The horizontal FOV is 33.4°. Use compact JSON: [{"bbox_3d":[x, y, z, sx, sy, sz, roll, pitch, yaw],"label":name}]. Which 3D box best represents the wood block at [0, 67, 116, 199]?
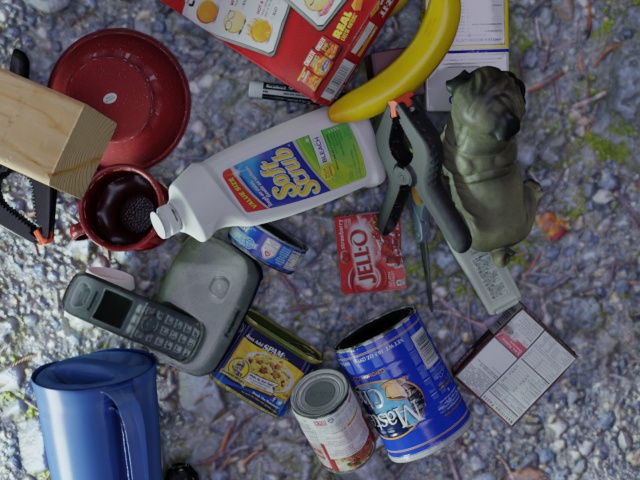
[{"bbox_3d":[-0.329,-0.127,1.091,0.206,0.090,0.090,24,87,12],"label":"wood block"}]

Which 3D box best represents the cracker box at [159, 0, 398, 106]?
[{"bbox_3d":[-0.036,-0.262,1.102,0.214,0.072,0.164,35,101,15],"label":"cracker box"}]

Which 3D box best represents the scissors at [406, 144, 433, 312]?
[{"bbox_3d":[0.103,-0.025,1.182,0.016,0.096,0.202,-16,128,-19],"label":"scissors"}]

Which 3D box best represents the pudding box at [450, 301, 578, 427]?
[{"bbox_3d":[0.217,0.139,1.198,0.090,0.039,0.113,43,96,-5],"label":"pudding box"}]

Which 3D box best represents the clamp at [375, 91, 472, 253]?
[{"bbox_3d":[0.089,-0.067,1.101,0.120,0.039,0.171,0,113,43],"label":"clamp"}]

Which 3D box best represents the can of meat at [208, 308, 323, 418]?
[{"bbox_3d":[-0.062,0.138,1.187,0.102,0.057,0.084,32,97,-4],"label":"can of meat"}]

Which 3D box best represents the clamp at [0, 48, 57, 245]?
[{"bbox_3d":[-0.344,-0.094,1.171,0.164,0.036,0.210,-36,91,4],"label":"clamp"}]

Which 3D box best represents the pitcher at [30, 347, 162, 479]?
[{"bbox_3d":[-0.227,0.248,1.152,0.145,0.149,0.243,-2,102,12],"label":"pitcher"}]

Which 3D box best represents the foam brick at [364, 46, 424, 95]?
[{"bbox_3d":[0.079,-0.177,1.143,0.051,0.078,0.053,-9,97,-2],"label":"foam brick"}]

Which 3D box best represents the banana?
[{"bbox_3d":[0.087,-0.189,1.084,0.069,0.037,0.198,34,95,4],"label":"banana"}]

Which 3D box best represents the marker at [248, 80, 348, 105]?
[{"bbox_3d":[-0.018,-0.160,1.173,0.121,0.020,0.020,7,96,-1],"label":"marker"}]

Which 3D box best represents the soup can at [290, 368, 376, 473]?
[{"bbox_3d":[0.014,0.197,1.166,0.068,0.068,0.102,-22,128,2],"label":"soup can"}]

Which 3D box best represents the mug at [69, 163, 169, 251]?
[{"bbox_3d":[-0.213,-0.026,1.149,0.117,0.081,0.093,-26,83,5],"label":"mug"}]

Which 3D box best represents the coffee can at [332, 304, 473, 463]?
[{"bbox_3d":[0.090,0.156,1.166,0.103,0.103,0.140,-28,96,3],"label":"coffee can"}]

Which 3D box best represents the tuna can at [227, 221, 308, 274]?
[{"bbox_3d":[-0.058,0.001,1.158,0.086,0.086,0.034,31,97,-4],"label":"tuna can"}]

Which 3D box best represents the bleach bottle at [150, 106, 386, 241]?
[{"bbox_3d":[-0.056,-0.058,1.105,0.250,0.068,0.102,-27,108,-24],"label":"bleach bottle"}]

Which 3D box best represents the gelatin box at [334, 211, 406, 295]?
[{"bbox_3d":[0.055,0.013,1.187,0.073,0.030,0.089,-5,96,1],"label":"gelatin box"}]

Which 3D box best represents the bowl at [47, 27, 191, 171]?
[{"bbox_3d":[-0.223,-0.151,1.156,0.162,0.055,0.162,0,96,-1],"label":"bowl"}]

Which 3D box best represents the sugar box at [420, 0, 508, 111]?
[{"bbox_3d":[0.155,-0.228,1.154,0.093,0.048,0.176,-1,100,-1],"label":"sugar box"}]
